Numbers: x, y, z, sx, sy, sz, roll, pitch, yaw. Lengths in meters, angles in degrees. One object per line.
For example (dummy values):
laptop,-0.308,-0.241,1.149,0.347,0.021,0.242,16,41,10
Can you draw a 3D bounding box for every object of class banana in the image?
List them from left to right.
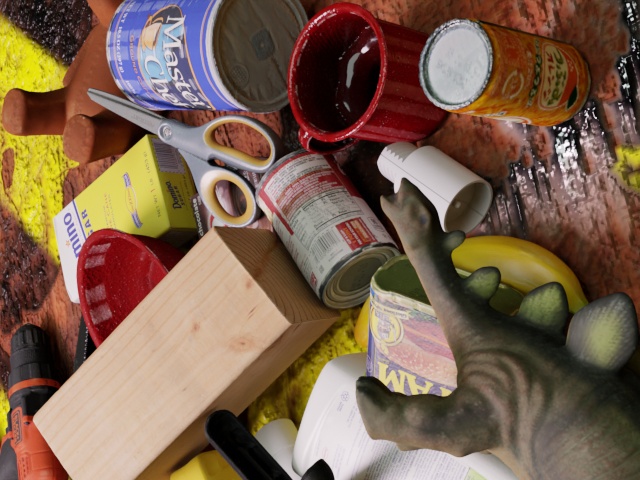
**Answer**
banana,0.092,0.034,0.704,0.198,0.037,0.069,-8,82,45

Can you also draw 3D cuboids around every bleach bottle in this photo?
bleach bottle,0.092,0.170,0.680,0.251,0.067,0.103,31,112,39

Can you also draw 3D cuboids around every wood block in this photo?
wood block,-0.098,0.092,0.775,0.206,0.090,0.090,-46,72,17

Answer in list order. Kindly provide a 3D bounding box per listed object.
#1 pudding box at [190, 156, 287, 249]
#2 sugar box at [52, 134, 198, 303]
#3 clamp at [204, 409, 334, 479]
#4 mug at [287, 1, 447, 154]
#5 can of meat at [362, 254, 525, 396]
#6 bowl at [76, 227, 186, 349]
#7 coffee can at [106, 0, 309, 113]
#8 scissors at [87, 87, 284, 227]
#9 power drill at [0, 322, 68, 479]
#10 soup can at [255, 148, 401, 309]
pudding box,-0.056,0.001,0.855,0.090,0.039,0.113,-27,69,42
sugar box,-0.181,-0.016,0.980,0.177,0.048,0.093,-32,65,39
clamp,-0.017,0.186,0.737,0.120,0.039,0.171,30,148,44
mug,0.031,-0.102,0.742,0.117,0.081,0.093,-51,54,30
can of meat,0.078,0.065,0.671,0.102,0.057,0.084,20,125,29
bowl,-0.137,0.058,0.904,0.162,0.055,0.162,23,125,38
coffee can,-0.090,-0.155,0.855,0.141,0.102,0.103,9,94,46
scissors,-0.112,-0.066,0.847,0.202,0.016,0.096,10,107,34
power drill,-0.322,0.202,1.098,0.188,0.057,0.184,-44,47,37
soup can,0.005,-0.009,0.773,0.069,0.068,0.102,-54,53,29
